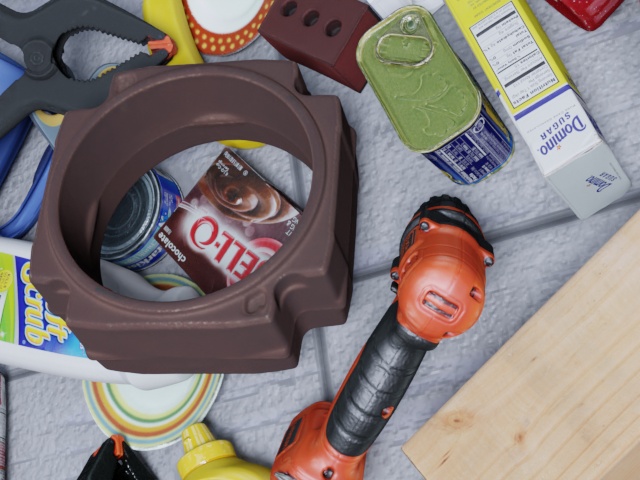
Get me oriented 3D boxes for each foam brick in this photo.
[{"bbox_3d":[0.004,-0.152,0.783,0.078,0.051,0.053,30,90,32],"label":"foam brick"}]

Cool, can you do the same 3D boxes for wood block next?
[{"bbox_3d":[0.159,0.084,0.605,0.206,0.090,0.090,-46,60,8],"label":"wood block"}]

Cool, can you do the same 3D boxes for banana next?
[{"bbox_3d":[-0.091,-0.131,0.832,0.069,0.037,0.198,-45,66,6],"label":"banana"}]

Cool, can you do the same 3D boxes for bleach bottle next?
[{"bbox_3d":[-0.173,0.051,0.786,0.251,0.068,0.102,5,77,28],"label":"bleach bottle"}]

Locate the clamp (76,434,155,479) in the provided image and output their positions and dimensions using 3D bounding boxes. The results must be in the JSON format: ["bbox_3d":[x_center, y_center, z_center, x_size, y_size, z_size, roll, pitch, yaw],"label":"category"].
[{"bbox_3d":[-0.135,0.207,0.712,0.039,0.120,0.171,-42,56,17],"label":"clamp"}]

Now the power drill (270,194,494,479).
[{"bbox_3d":[0.040,0.064,0.655,0.057,0.184,0.188,28,107,1],"label":"power drill"}]

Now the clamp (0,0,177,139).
[{"bbox_3d":[-0.215,-0.126,0.810,0.210,0.036,0.164,1,96,1],"label":"clamp"}]

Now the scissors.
[{"bbox_3d":[-0.216,-0.058,0.858,0.016,0.096,0.202,10,76,65],"label":"scissors"}]

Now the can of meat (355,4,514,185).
[{"bbox_3d":[0.078,-0.092,0.706,0.057,0.083,0.102,-34,62,15],"label":"can of meat"}]

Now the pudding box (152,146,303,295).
[{"bbox_3d":[-0.055,0.001,0.774,0.090,0.039,0.114,-50,59,6],"label":"pudding box"}]

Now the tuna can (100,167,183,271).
[{"bbox_3d":[-0.151,-0.021,0.835,0.086,0.033,0.086,-9,71,26],"label":"tuna can"}]

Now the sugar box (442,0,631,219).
[{"bbox_3d":[0.132,-0.106,0.676,0.048,0.093,0.176,-34,63,15],"label":"sugar box"}]
